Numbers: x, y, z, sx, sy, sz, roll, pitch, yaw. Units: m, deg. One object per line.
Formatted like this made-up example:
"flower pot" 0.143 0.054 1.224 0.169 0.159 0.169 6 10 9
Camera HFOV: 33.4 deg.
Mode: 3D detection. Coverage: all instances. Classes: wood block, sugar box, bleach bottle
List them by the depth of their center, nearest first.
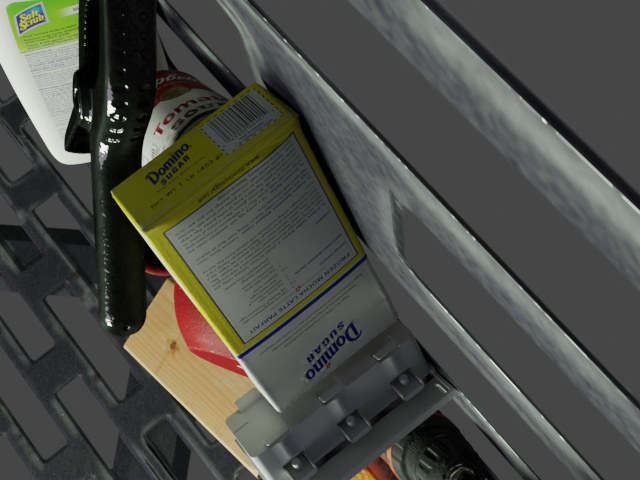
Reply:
"sugar box" -0.028 0.010 0.567 0.048 0.093 0.176 45 169 39
"bleach bottle" -0.142 -0.134 0.616 0.251 0.102 0.068 92 154 -67
"wood block" -0.083 0.133 1.044 0.206 0.091 0.090 38 -172 31

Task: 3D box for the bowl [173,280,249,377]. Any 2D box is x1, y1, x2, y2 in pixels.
"bowl" -0.048 0.072 0.805 0.162 0.055 0.162 19 166 5

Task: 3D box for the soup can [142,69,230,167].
"soup can" -0.074 -0.056 0.622 0.068 0.068 0.102 57 169 -32

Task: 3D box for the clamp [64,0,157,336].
"clamp" -0.113 -0.077 0.565 0.165 0.036 0.210 -118 31 -47

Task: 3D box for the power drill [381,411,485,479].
"power drill" 0.107 0.194 0.742 0.187 0.057 0.184 56 174 -10
